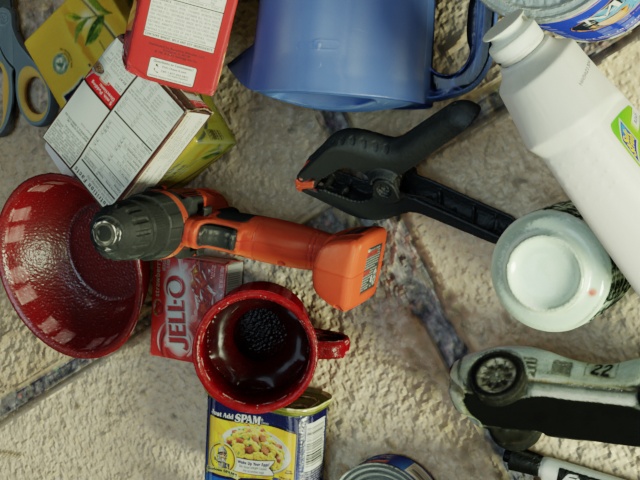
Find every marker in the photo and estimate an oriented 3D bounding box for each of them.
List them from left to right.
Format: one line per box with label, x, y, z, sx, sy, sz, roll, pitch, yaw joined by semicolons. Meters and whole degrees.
marker;0.188;0.170;0.757;0.121;0.020;0.020;14;101;25

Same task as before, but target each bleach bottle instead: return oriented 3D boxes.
bleach bottle;0.185;-0.035;0.638;0.068;0.102;0.250;-32;107;31

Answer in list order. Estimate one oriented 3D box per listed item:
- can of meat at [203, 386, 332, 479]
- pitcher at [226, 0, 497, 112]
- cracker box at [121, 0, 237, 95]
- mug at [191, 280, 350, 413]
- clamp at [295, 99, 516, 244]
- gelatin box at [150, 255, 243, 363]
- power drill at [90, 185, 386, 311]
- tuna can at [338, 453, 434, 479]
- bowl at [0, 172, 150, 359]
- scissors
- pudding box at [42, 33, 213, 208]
can of meat;-0.044;0.160;0.854;0.102;0.057;0.084;8;100;27
pitcher;0.033;-0.211;0.748;0.145;0.149;0.243;12;98;58
cracker box;-0.081;-0.231;0.749;0.072;0.164;0.214;12;115;-11
mug;-0.036;0.077;0.820;0.117;0.081;0.093;0;98;1
clamp;0.055;-0.055;0.769;0.172;0.039;0.120;8;130;26
gelatin box;-0.104;0.057;0.889;0.073;0.030;0.089;7;98;26
power drill;-0.055;0.001;0.785;0.188;0.184;0.057;15;102;15
tuna can;0.052;0.209;0.822;0.086;0.033;0.086;3;96;27
bowl;-0.200;0.017;0.912;0.162;0.055;0.162;9;109;28
scissors;-0.267;-0.188;0.958;0.096;0.016;0.202;16;102;23
pudding box;-0.150;-0.088;0.819;0.090;0.039;0.114;48;114;14
